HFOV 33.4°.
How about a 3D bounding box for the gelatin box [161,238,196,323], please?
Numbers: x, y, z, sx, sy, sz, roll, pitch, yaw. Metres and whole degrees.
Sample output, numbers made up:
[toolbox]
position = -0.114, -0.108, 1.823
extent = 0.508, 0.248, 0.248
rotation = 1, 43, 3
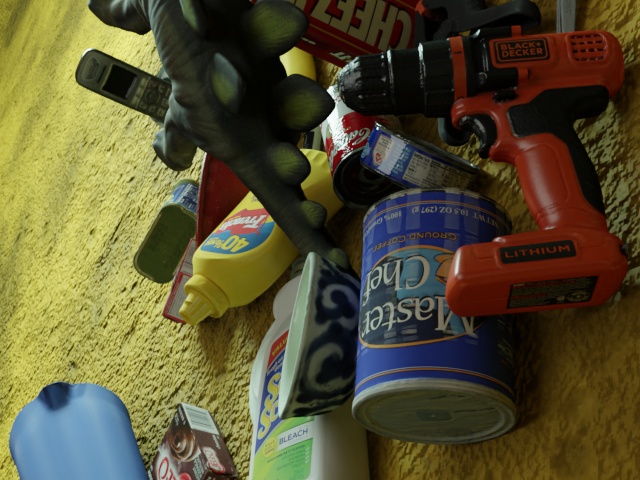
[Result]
[gelatin box]
position = -0.136, 0.043, 1.139
extent = 0.073, 0.030, 0.089
rotation = 21, -89, -86

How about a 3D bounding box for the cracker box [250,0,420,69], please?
[cracker box]
position = 0.031, -0.268, 0.934
extent = 0.072, 0.164, 0.213
rotation = 10, 81, 65

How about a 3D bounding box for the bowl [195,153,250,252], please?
[bowl]
position = -0.082, -0.019, 1.045
extent = 0.162, 0.055, 0.162
rotation = 4, -91, -87

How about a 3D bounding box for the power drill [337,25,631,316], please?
[power drill]
position = 0.106, -0.049, 0.661
extent = 0.057, 0.184, 0.187
rotation = 75, -169, -62

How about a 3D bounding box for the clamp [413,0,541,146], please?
[clamp]
position = 0.107, -0.147, 0.848
extent = 0.120, 0.039, 0.171
rotation = -59, 23, 11

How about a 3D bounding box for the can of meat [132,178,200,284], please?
[can of meat]
position = -0.163, -0.009, 1.197
extent = 0.102, 0.057, 0.084
rotation = -58, 5, 21

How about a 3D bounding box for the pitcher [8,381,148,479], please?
[pitcher]
position = -0.230, 0.268, 1.083
extent = 0.145, 0.149, 0.243
rotation = -57, 32, 9

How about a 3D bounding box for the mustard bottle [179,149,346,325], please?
[mustard bottle]
position = -0.056, 0.001, 0.935
extent = 0.096, 0.058, 0.191
rotation = 8, 50, 48

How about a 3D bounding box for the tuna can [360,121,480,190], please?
[tuna can]
position = 0.073, -0.056, 0.796
extent = 0.034, 0.086, 0.086
rotation = -66, 27, 10

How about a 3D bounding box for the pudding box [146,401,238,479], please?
[pudding box]
position = -0.124, 0.224, 1.018
extent = 0.090, 0.039, 0.113
rotation = -63, 27, 16

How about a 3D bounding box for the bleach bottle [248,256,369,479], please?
[bleach bottle]
position = -0.013, 0.122, 0.854
extent = 0.103, 0.068, 0.251
rotation = -33, 41, 31

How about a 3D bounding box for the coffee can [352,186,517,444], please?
[coffee can]
position = 0.075, 0.050, 0.700
extent = 0.103, 0.102, 0.140
rotation = -34, 43, 49

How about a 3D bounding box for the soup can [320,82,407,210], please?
[soup can]
position = 0.037, -0.083, 0.902
extent = 0.069, 0.068, 0.102
rotation = -52, 31, 31
